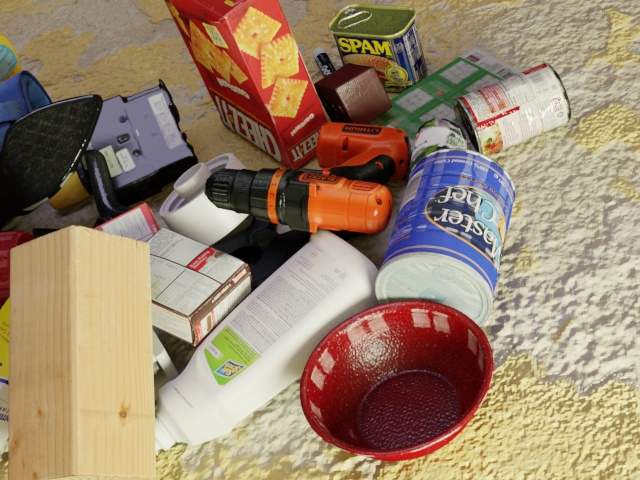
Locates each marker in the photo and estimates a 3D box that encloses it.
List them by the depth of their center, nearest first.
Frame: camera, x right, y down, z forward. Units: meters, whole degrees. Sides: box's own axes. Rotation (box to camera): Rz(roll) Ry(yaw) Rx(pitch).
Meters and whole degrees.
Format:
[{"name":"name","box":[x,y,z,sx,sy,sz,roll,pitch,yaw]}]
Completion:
[{"name":"marker","box":[0.014,-0.196,1.279,0.020,0.020,0.121,-22,40,-1]}]

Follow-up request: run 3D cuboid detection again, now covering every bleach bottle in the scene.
[{"name":"bleach bottle","box":[-0.060,0.097,0.963,0.250,0.068,0.103,-38,40,-15]}]

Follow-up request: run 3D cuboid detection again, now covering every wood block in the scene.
[{"name":"wood block","box":[-0.203,0.102,0.911,0.090,0.090,0.206,-17,69,35]}]

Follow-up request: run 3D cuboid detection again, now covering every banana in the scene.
[{"name":"banana","box":[-0.251,-0.107,1.288,0.070,0.037,0.197,-12,36,40]}]

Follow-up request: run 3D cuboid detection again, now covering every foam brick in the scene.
[{"name":"foam brick","box":[0.035,-0.162,1.190,0.051,0.053,0.078,-32,20,-11]}]

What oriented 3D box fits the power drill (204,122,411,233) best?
[{"name":"power drill","box":[0.001,-0.064,1.055,0.185,0.057,0.187,10,27,19]}]

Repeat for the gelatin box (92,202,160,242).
[{"name":"gelatin box","box":[-0.199,0.015,1.080,0.089,0.030,0.073,-27,71,-5]}]

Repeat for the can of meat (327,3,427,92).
[{"name":"can of meat","box":[0.068,-0.221,1.234,0.102,0.084,0.057,11,51,32]}]

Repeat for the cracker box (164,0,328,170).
[{"name":"cracker box","box":[-0.084,-0.197,1.174,0.072,0.213,0.164,-37,43,-15]}]

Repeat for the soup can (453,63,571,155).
[{"name":"soup can","box":[0.196,-0.133,1.096,0.102,0.068,0.068,-22,41,-1]}]

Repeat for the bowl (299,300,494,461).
[{"name":"bowl","box":[0.067,0.126,0.881,0.162,0.055,0.162,-12,42,11]}]

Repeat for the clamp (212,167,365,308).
[{"name":"clamp","box":[-0.057,0.001,1.083,0.209,0.036,0.165,-37,41,-23]}]

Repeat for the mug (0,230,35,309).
[{"name":"mug","box":[-0.344,0.032,1.146,0.081,0.093,0.117,-7,6,9]}]

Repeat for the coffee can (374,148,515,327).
[{"name":"coffee can","box":[0.114,0.001,0.960,0.103,0.103,0.140,0,45,23]}]

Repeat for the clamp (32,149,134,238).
[{"name":"clamp","box":[-0.236,-0.004,1.141,0.120,0.039,0.172,-50,61,15]}]

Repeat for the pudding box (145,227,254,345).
[{"name":"pudding box","box":[-0.134,0.041,0.999,0.114,0.039,0.089,20,47,30]}]
